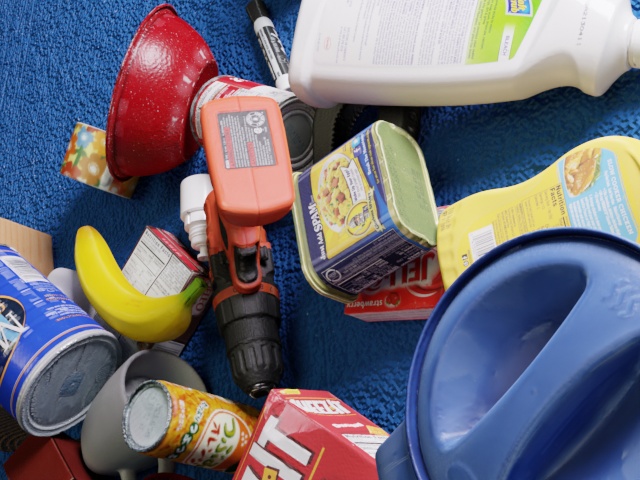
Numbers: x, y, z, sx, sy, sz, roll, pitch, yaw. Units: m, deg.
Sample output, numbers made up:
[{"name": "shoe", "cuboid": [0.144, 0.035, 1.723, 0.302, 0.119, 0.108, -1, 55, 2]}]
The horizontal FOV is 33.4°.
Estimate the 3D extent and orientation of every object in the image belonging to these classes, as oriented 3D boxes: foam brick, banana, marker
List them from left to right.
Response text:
[{"name": "foam brick", "cuboid": [-0.218, 0.201, 0.886, 0.053, 0.051, 0.078, -45, 44, 0]}, {"name": "banana", "cuboid": [-0.159, 0.042, 0.893, 0.198, 0.037, 0.069, 20, 80, 46]}, {"name": "marker", "cuboid": [-0.043, -0.169, 0.934, 0.020, 0.020, 0.121, -40, 50, 25]}]

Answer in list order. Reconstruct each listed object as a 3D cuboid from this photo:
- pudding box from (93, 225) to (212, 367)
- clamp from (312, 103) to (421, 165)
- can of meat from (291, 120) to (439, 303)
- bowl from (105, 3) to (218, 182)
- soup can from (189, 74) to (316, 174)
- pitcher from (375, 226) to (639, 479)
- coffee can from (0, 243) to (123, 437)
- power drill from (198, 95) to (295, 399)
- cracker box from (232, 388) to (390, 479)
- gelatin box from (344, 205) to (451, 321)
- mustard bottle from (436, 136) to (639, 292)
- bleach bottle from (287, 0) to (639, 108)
[{"name": "pudding box", "cuboid": [-0.145, 0.056, 0.929, 0.090, 0.039, 0.113, 40, 101, 45]}, {"name": "clamp", "cuboid": [0.042, -0.125, 0.820, 0.165, 0.036, 0.210, 35, 99, 39]}, {"name": "can of meat", "cuboid": [0.030, -0.021, 0.735, 0.084, 0.057, 0.102, -33, 51, 32]}, {"name": "bowl", "cuboid": [-0.130, -0.121, 0.935, 0.055, 0.162, 0.162, 17, 85, 7]}, {"name": "soup can", "cuboid": [-0.051, -0.095, 0.878, 0.102, 0.068, 0.068, 22, 89, 45]}, {"name": "pitcher", "cuboid": [0.151, 0.093, 0.486, 0.149, 0.242, 0.145, 24, 91, 46]}, {"name": "coffee can", "cuboid": [-0.250, 0.082, 0.894, 0.140, 0.102, 0.103, 36, 100, 27]}, {"name": "power drill", "cuboid": [-0.055, 0.001, 0.782, 0.188, 0.057, 0.184, 102, 158, -56]}, {"name": "cracker box", "cuboid": [0.023, 0.213, 0.667, 0.214, 0.072, 0.164, 29, 99, 41]}, {"name": "gelatin box", "cuboid": [0.061, 0.018, 0.753, 0.089, 0.030, 0.073, -7, 69, 42]}, {"name": "mustard bottle", "cuboid": [0.164, -0.009, 0.647, 0.192, 0.058, 0.096, -27, 58, 34]}, {"name": "bleach bottle", "cuboid": [0.104, -0.131, 0.723, 0.251, 0.068, 0.102, 10, 88, 29]}]
